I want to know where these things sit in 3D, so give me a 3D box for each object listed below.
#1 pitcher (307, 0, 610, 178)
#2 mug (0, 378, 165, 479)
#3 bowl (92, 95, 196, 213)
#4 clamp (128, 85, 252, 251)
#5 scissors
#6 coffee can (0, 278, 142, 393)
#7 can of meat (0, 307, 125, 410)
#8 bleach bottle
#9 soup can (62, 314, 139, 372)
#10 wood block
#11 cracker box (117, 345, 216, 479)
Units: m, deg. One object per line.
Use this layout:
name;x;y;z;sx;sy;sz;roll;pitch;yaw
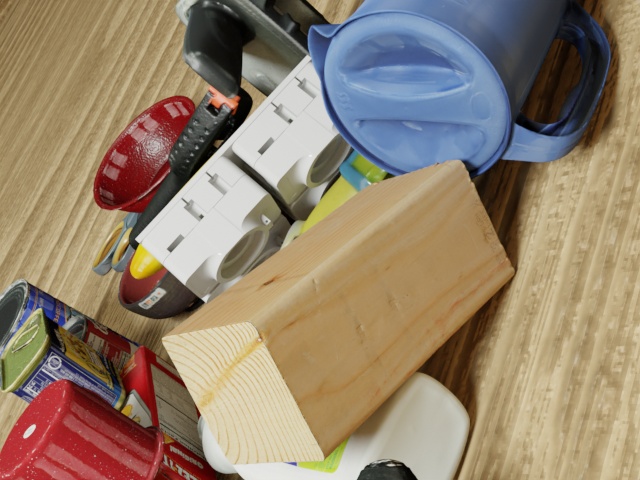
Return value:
pitcher;0.117;-0.156;0.744;0.145;0.149;0.242;-12;33;43
mug;-0.169;0.144;0.753;0.093;0.081;0.117;-43;24;20
bowl;-0.186;-0.088;1.230;0.162;0.055;0.162;-27;41;26
clamp;-0.107;-0.073;0.934;0.164;0.036;0.210;-51;-2;-19
scissors;-0.207;-0.040;1.271;0.202;0.016;0.096;-56;29;-1
coffee can;-0.259;0.116;1.050;0.103;0.140;0.103;-38;32;29
can of meat;-0.213;0.111;0.883;0.057;0.084;0.102;-51;22;0
bleach bottle;-0.015;0.138;0.722;0.251;0.068;0.102;-10;43;54
soup can;-0.196;0.122;0.987;0.069;0.102;0.068;-38;32;30
wood block;0.017;0.039;0.655;0.091;0.090;0.205;-15;17;48
cracker box;-0.162;0.203;0.854;0.164;0.072;0.214;-49;22;6
